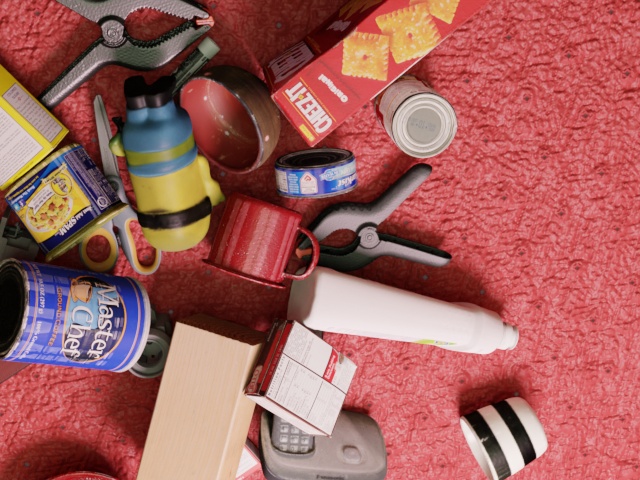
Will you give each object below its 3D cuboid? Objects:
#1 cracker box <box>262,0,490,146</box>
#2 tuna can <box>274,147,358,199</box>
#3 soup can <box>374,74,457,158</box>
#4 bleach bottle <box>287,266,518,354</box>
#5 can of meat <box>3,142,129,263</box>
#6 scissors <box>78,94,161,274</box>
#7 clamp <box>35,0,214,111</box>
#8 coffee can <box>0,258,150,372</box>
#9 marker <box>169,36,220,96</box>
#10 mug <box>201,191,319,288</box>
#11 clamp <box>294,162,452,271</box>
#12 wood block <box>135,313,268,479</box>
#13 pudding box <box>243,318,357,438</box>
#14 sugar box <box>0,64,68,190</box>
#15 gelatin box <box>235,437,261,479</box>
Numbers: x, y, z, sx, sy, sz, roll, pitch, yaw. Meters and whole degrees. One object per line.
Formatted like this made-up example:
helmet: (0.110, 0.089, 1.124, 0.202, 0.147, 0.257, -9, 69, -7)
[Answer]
cracker box: (0.046, -0.197, 1.032, 0.214, 0.164, 0.072, -38, 106, 6)
tuna can: (-0.005, -0.071, 1.109, 0.086, 0.086, 0.034, -7, 107, -4)
soup can: (0.097, -0.128, 1.092, 0.068, 0.102, 0.068, -2, 108, -6)
bleach bottle: (0.097, 0.084, 1.175, 0.250, 0.103, 0.068, 12, 83, -17)
can of meat: (-0.262, -0.040, 1.091, 0.102, 0.057, 0.084, -33, 95, 22)
scissors: (-0.233, -0.046, 1.123, 0.096, 0.016, 0.201, -21, 113, 4)
clamp: (-0.212, -0.202, 1.069, 0.210, 0.036, 0.165, -2, 118, -9)
coffee can: (-0.261, 0.078, 1.093, 0.140, 0.103, 0.103, 12, 109, -40)
marker: (-0.152, -0.161, 1.099, 0.121, 0.020, 0.020, -44, 107, 9)
mug: (-0.057, 0.001, 1.117, 0.117, 0.093, 0.081, 19, 92, 13)
clamp: (0.060, -0.003, 1.164, 0.171, 0.039, 0.120, -22, 105, 8)
wood block: (-0.127, 0.193, 1.150, 0.091, 0.090, 0.206, 16, 95, 10)
pudding box: (-0.019, 0.147, 1.131, 0.113, 0.039, 0.090, 38, 65, -35)
sugar box: (-0.346, -0.140, 1.057, 0.093, 0.048, 0.176, -32, 108, 31)
gelatin box: (-0.121, 0.243, 1.230, 0.073, 0.030, 0.089, -35, 108, 7)
